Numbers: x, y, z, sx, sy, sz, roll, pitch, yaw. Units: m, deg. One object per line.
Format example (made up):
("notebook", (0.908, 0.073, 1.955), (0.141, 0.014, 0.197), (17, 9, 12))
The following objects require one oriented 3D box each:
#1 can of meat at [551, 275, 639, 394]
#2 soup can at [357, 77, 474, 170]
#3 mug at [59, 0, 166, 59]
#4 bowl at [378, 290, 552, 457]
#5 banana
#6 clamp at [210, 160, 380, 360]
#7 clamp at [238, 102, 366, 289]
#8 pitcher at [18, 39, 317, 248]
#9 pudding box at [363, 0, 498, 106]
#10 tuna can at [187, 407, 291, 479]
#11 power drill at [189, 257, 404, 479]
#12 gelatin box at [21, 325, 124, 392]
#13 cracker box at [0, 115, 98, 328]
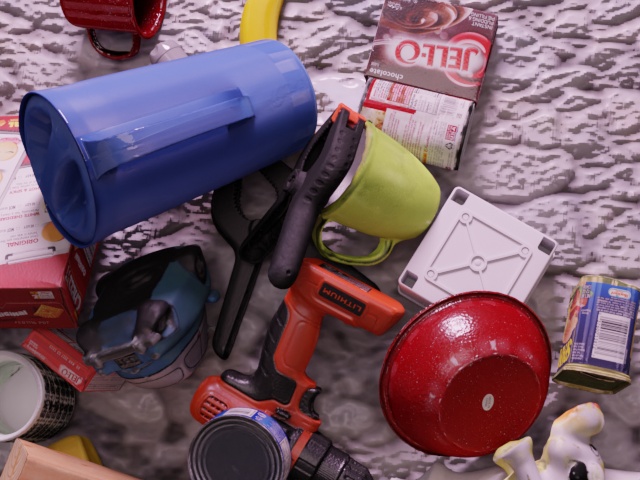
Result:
("can of meat", (0.241, 0.083, 0.927), (0.057, 0.102, 0.084), (12, 77, 8))
("soup can", (0.088, -0.109, 1.002), (0.102, 0.068, 0.068), (14, 79, 9))
("mug", (-0.206, -0.238, 1.061), (0.081, 0.093, 0.117), (7, 115, 12))
("bowl", (0.134, 0.126, 0.907), (0.162, 0.055, 0.162), (-5, 111, -14))
("banana", (-0.044, -0.178, 1.048), (0.069, 0.037, 0.198), (-7, 77, 5))
("clamp", (-0.057, 0.001, 1.010), (0.164, 0.036, 0.210), (-25, 78, 1))
("clamp", (-0.012, -0.036, 0.922), (0.039, 0.120, 0.171), (26, 101, -27))
("pitcher", (-0.119, -0.095, 0.914), (0.242, 0.145, 0.149), (-24, 53, -31))
("pudding box", (0.107, -0.183, 1.032), (0.113, 0.039, 0.090), (14, 79, 9))
("tuna can", (-0.069, 0.188, 0.920), (0.086, 0.033, 0.086), (1, 96, 13))
("power drill", (-0.001, 0.124, 0.947), (0.184, 0.057, 0.188), (29, 96, 5))
("gelatin box", (-0.221, 0.107, 0.976), (0.073, 0.089, 0.030), (34, 91, 13))
("cracker box", (-0.286, -0.021, 0.981), (0.164, 0.072, 0.213), (-1, 50, 6))
